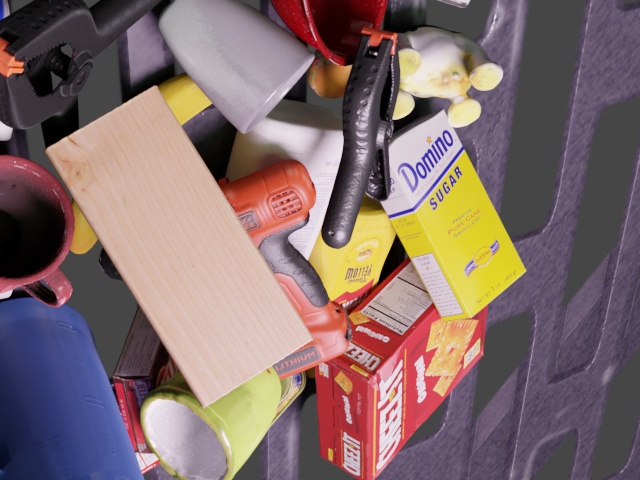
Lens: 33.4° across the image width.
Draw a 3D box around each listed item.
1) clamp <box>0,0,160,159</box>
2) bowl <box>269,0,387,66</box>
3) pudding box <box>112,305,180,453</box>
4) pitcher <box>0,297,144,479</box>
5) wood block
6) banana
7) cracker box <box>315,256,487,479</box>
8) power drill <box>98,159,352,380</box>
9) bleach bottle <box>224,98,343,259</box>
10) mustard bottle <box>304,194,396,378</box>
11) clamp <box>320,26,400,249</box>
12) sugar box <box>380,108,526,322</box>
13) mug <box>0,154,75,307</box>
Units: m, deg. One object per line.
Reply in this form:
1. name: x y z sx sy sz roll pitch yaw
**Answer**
1. clamp: -0.178 -0.110 0.722 0.165 0.036 0.209 -61 175 17
2. bowl: 0.000 -0.216 0.816 0.161 0.055 0.162 -29 123 -59
3. pudding box: -0.142 0.113 0.918 0.039 0.113 0.090 0 126 4
4. pitcher: -0.212 0.158 0.800 0.149 0.243 0.145 -18 128 -19
5. wood block: -0.100 0.008 0.765 0.090 0.206 0.090 -32 177 -9
6. banana: -0.140 -0.073 0.847 0.198 0.037 0.069 -44 133 -5
7. cracker box: 0.086 0.113 1.063 0.213 0.072 0.164 -42 145 -35
8. power drill: -0.067 0.037 0.890 0.184 0.057 0.187 -22 125 7
9. bleach bottle: -0.056 0.001 0.942 0.102 0.068 0.251 5 118 -32
10. mustard bottle: 0.013 0.049 1.027 0.096 0.058 0.192 -8 123 -41
11. clamp: 0.040 -0.087 0.860 0.120 0.039 0.171 -48 151 -68
12. sugar box: 0.115 -0.024 0.991 0.093 0.048 0.176 -35 103 -35
13. mug: -0.226 0.002 0.771 0.117 0.082 0.093 46 60 -12
